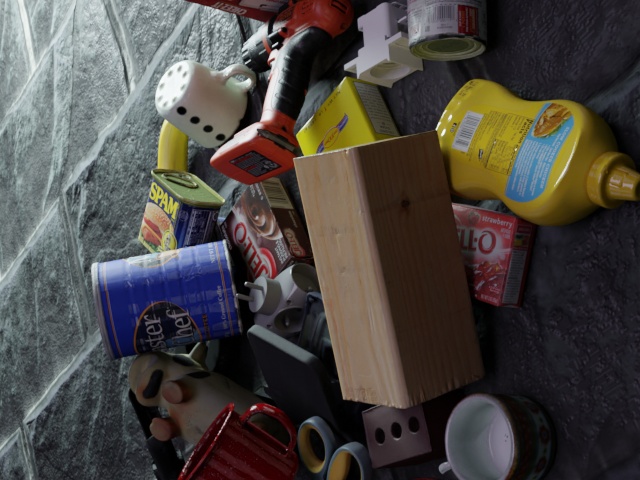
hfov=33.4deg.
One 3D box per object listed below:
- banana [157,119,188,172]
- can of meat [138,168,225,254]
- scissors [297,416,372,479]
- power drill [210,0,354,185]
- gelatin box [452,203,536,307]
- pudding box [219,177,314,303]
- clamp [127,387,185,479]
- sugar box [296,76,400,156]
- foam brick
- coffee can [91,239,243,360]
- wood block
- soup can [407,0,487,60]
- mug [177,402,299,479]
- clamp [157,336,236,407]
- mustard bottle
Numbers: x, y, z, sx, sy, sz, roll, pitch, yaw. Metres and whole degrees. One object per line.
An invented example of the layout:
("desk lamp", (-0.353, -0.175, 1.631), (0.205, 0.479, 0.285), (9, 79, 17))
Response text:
("banana", (-0.176, -0.070, 1.277), (0.070, 0.037, 0.198), (176, 94, -79))
("can of meat", (-0.156, -0.023, 1.185), (0.102, 0.057, 0.084), (37, 117, 49))
("scissors", (-0.003, 0.240, 0.996), (0.096, 0.016, 0.202), (49, 138, 25))
("power drill", (-0.049, -0.153, 1.078), (0.185, 0.057, 0.187), (-17, 52, 59))
("gelatin box", (0.132, 0.010, 0.886), (0.089, 0.030, 0.073), (18, 100, 51))
("pudding box", (-0.057, 0.001, 1.124), (0.090, 0.039, 0.113), (-51, 48, 37))
("clamp", (-0.165, 0.247, 1.164), (0.120, 0.039, 0.171), (-126, 14, -70))
("sugar box", (0.042, -0.056, 0.999), (0.093, 0.048, 0.176), (-48, 50, 38))
("foam brick", (0.083, 0.162, 0.912), (0.078, 0.051, 0.053), (-31, 62, 46))
("coffee can", (-0.158, 0.061, 1.108), (0.103, 0.140, 0.103), (170, 90, -84))
("wood block", (0.057, 0.022, 0.873), (0.090, 0.090, 0.206), (-4, 99, 56))
("soup can", (0.109, -0.212, 0.914), (0.069, 0.068, 0.102), (-9, 79, 52))
("mug", (-0.066, 0.200, 0.970), (0.117, 0.081, 0.093), (-54, 6, 14))
("clamp", (-0.135, 0.155, 1.207), (0.165, 0.036, 0.210), (40, 116, 40))
("mustard bottle", (0.170, -0.063, 0.822), (0.192, 0.058, 0.096), (26, 91, 51))
